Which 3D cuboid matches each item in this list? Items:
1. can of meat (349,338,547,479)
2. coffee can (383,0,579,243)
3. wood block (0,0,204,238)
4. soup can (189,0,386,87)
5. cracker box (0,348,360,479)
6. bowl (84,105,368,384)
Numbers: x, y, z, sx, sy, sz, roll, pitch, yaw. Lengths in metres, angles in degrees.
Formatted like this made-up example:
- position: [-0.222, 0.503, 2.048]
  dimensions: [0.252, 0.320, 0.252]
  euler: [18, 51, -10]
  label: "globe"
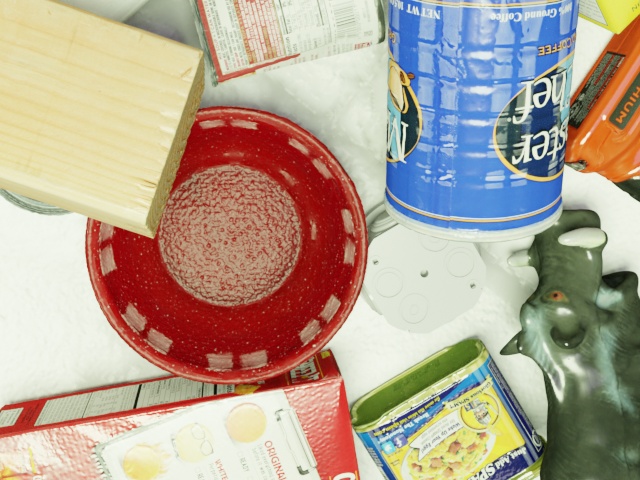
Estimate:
- position: [0.080, 0.121, 0.668]
  dimensions: [0.102, 0.057, 0.084]
  euler: [-31, 100, 3]
  label: "can of meat"
- position: [0.087, -0.083, 0.587]
  dimensions: [0.102, 0.103, 0.140]
  euler: [-3, 117, -4]
  label: "coffee can"
- position: [-0.170, -0.078, 0.538]
  dimensions: [0.206, 0.090, 0.091]
  euler: [19, 84, -4]
  label: "wood block"
- position: [-0.020, -0.132, 0.604]
  dimensions: [0.102, 0.068, 0.068]
  euler: [-14, 102, -2]
  label: "soup can"
- position: [-0.082, 0.167, 0.658]
  dimensions: [0.213, 0.072, 0.164]
  euler: [-10, 102, -3]
  label: "cracker box"
- position: [-0.054, 0.001, 0.631]
  dimensions: [0.162, 0.055, 0.162]
  euler: [0, 98, -3]
  label: "bowl"
